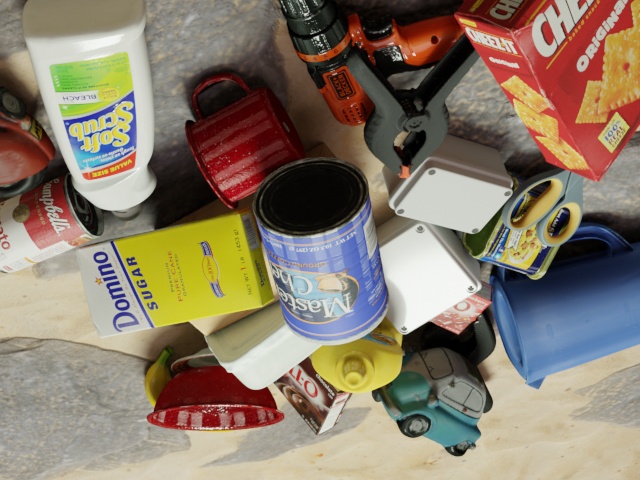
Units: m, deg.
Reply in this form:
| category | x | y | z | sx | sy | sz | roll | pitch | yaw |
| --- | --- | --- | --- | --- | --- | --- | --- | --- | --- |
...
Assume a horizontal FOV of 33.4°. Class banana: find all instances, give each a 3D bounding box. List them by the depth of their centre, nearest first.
| category | x | y | z | sx | sy | sz | roll | pitch | yaw |
| --- | --- | --- | --- | --- | --- | --- | --- | --- | --- |
| banana | -0.164 | 0.202 | 1.330 | 0.070 | 0.037 | 0.197 | -24 | 139 | 14 |

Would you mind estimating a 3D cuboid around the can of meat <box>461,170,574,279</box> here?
| category | x | y | z | sx | sy | sz | roll | pitch | yaw |
| --- | --- | --- | --- | --- | --- | --- | --- | --- | --- |
| can of meat | 0.211 | -0.018 | 1.139 | 0.083 | 0.057 | 0.102 | 16 | 109 | -26 |

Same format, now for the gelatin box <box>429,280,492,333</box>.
| category | x | y | z | sx | sy | sz | roll | pitch | yaw |
| --- | --- | --- | --- | --- | --- | --- | --- | --- | --- |
| gelatin box | 0.142 | 0.064 | 1.231 | 0.089 | 0.030 | 0.073 | 25 | 136 | -12 |

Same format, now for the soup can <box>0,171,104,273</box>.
| category | x | y | z | sx | sy | sz | roll | pitch | yaw |
| --- | --- | --- | --- | --- | --- | --- | --- | --- | --- |
| soup can | -0.269 | -0.017 | 1.025 | 0.102 | 0.068 | 0.068 | -22 | 139 | 11 |

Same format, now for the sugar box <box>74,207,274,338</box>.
| category | x | y | z | sx | sy | sz | roll | pitch | yaw |
| --- | --- | --- | --- | --- | --- | --- | --- | --- | --- |
| sugar box | -0.141 | 0.032 | 1.020 | 0.176 | 0.093 | 0.048 | -13 | -176 | 15 |

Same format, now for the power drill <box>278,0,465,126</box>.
| category | x | y | z | sx | sy | sz | roll | pitch | yaw |
| --- | --- | --- | --- | --- | --- | --- | --- | --- | --- |
| power drill | 0.068 | -0.191 | 0.919 | 0.188 | 0.057 | 0.184 | -18 | 144 | 11 |

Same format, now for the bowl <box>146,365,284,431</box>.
| category | x | y | z | sx | sy | sz | roll | pitch | yaw |
| --- | --- | --- | --- | --- | --- | --- | --- | --- | --- |
| bowl | -0.123 | 0.184 | 1.253 | 0.162 | 0.055 | 0.162 | -2 | 160 | -1 |

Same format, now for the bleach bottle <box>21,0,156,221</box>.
| category | x | y | z | sx | sy | sz | roll | pitch | yaw |
| --- | --- | --- | --- | --- | --- | --- | --- | --- | --- |
| bleach bottle | -0.186 | -0.108 | 0.947 | 0.102 | 0.068 | 0.251 | -9 | 142 | -4 |

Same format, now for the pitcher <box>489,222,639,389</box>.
| category | x | y | z | sx | sy | sz | roll | pitch | yaw |
| --- | --- | --- | --- | --- | --- | --- | --- | --- | --- |
| pitcher | 0.324 | 0.063 | 1.237 | 0.243 | 0.145 | 0.149 | -16 | 152 | -1 |

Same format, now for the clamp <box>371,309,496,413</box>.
| category | x | y | z | sx | sy | sz | roll | pitch | yaw |
| --- | --- | --- | --- | --- | --- | --- | --- | --- | --- |
| clamp | 0.174 | 0.151 | 1.353 | 0.164 | 0.036 | 0.210 | 12 | 133 | -14 |

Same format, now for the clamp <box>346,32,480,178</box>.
| category | x | y | z | sx | sy | sz | roll | pitch | yaw |
| --- | --- | --- | --- | --- | --- | --- | --- | --- | --- |
| clamp | 0.069 | -0.118 | 0.936 | 0.120 | 0.039 | 0.172 | -1 | 141 | -13 |

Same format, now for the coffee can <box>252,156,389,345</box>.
| category | x | y | z | sx | sy | sz | roll | pitch | yaw |
| --- | --- | --- | --- | --- | --- | --- | --- | --- | --- |
| coffee can | 0.003 | 0.011 | 0.960 | 0.103 | 0.103 | 0.140 | -13 | 133 | 0 |

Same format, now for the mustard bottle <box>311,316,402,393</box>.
| category | x | y | z | sx | sy | sz | roll | pitch | yaw |
| --- | --- | --- | --- | --- | --- | --- | --- | --- | --- |
| mustard bottle | 0.040 | 0.120 | 1.146 | 0.096 | 0.191 | 0.058 | 8 | 100 | 3 |

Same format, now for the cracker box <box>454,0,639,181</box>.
| category | x | y | z | sx | sy | sz | roll | pitch | yaw |
| --- | --- | --- | --- | --- | --- | --- | --- | --- | --- |
| cracker box | 0.226 | -0.177 | 0.906 | 0.164 | 0.072 | 0.213 | -52 | 136 | -7 |

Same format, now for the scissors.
| category | x | y | z | sx | sy | sz | roll | pitch | yaw |
| --- | --- | --- | --- | --- | --- | --- | --- | --- | --- |
| scissors | 0.275 | -0.070 | 1.091 | 0.202 | 0.016 | 0.096 | -39 | 122 | 4 |

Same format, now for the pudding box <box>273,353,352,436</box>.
| category | x | y | z | sx | sy | sz | roll | pitch | yaw |
| --- | --- | --- | --- | --- | --- | --- | --- | --- | --- |
| pudding box | -0.014 | 0.160 | 1.264 | 0.039 | 0.114 | 0.090 | -26 | 151 | -36 |

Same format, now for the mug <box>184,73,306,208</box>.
| category | x | y | z | sx | sy | sz | roll | pitch | yaw |
| --- | --- | --- | --- | --- | --- | --- | --- | --- | --- |
| mug | -0.072 | -0.098 | 0.977 | 0.081 | 0.093 | 0.117 | -28 | 102 | 10 |
